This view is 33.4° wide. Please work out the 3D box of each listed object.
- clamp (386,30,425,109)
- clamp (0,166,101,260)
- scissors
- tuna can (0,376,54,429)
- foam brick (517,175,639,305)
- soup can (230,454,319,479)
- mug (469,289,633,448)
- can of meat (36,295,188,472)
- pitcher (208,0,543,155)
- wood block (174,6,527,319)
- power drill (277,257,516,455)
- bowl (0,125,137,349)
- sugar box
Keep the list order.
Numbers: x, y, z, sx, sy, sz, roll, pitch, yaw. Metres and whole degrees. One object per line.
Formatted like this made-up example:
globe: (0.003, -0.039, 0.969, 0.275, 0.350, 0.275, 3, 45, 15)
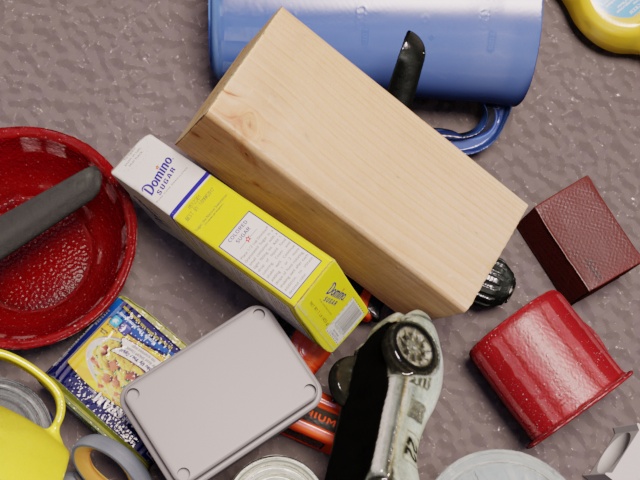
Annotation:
clamp: (0.045, -0.083, 0.764, 0.171, 0.120, 0.039, 51, 53, -37)
clamp: (-0.263, 0.007, 0.705, 0.164, 0.036, 0.210, 24, 67, 2)
scissors: (-0.092, 0.188, 0.702, 0.202, 0.096, 0.016, 17, 34, 16)
tuna can: (-0.226, 0.139, 0.737, 0.086, 0.034, 0.086, 2, 74, -6)
foam brick: (0.196, 0.001, 0.814, 0.053, 0.051, 0.078, -28, 79, -12)
soup can: (-0.033, 0.180, 0.712, 0.068, 0.102, 0.068, 2, 75, -6)
mug: (0.169, 0.086, 0.775, 0.117, 0.093, 0.081, -23, 71, -44)
can of meat: (-0.132, 0.100, 0.747, 0.102, 0.057, 0.084, 40, 73, 5)
pitcher: (0.039, -0.160, 0.810, 0.242, 0.145, 0.149, 1, 61, -3)
wood block: (0.019, -0.043, 0.704, 0.206, 0.090, 0.090, 37, 71, -12)
power drill: (0.034, 0.063, 0.777, 0.184, 0.057, 0.187, 21, 71, 4)
bowl: (-0.212, 0.002, 0.765, 0.162, 0.055, 0.162, 2, 75, -6)
sugar box: (-0.055, 0.001, 0.722, 0.176, 0.093, 0.048, 37, 80, 28)
